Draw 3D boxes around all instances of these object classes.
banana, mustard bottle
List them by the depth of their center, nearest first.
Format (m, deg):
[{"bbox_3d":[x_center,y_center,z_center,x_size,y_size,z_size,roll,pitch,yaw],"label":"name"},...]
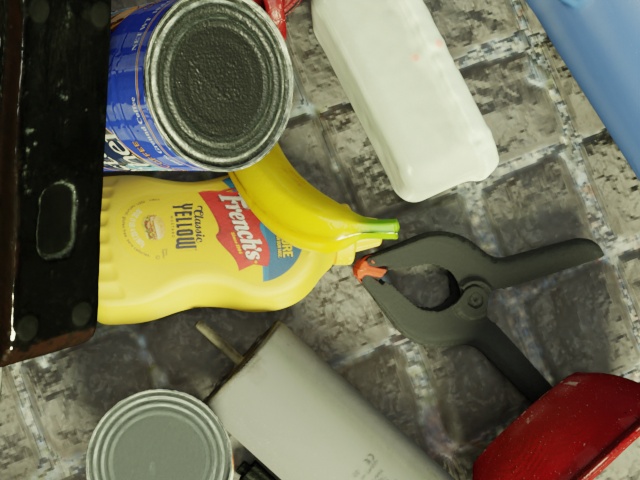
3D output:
[{"bbox_3d":[-0.029,-0.055,0.683,0.069,0.037,0.198,-20,56,-23],"label":"banana"},{"bbox_3d":[-0.055,0.001,0.699,0.191,0.058,0.096,-4,61,-9],"label":"mustard bottle"}]

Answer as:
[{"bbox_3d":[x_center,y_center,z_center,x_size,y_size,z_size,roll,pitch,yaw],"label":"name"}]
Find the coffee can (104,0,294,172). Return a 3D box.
[{"bbox_3d":[-0.099,-0.092,0.648,0.102,0.141,0.103,-3,95,-41],"label":"coffee can"}]

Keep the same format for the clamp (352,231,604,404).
[{"bbox_3d":[0.110,0.031,0.730,0.171,0.039,0.120,24,82,-8],"label":"clamp"}]

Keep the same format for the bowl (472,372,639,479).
[{"bbox_3d":[0.148,0.134,0.675,0.162,0.162,0.055,-38,71,-9],"label":"bowl"}]

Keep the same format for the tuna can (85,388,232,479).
[{"bbox_3d":[-0.097,0.132,0.642,0.086,0.034,0.086,1,84,-8],"label":"tuna can"}]
